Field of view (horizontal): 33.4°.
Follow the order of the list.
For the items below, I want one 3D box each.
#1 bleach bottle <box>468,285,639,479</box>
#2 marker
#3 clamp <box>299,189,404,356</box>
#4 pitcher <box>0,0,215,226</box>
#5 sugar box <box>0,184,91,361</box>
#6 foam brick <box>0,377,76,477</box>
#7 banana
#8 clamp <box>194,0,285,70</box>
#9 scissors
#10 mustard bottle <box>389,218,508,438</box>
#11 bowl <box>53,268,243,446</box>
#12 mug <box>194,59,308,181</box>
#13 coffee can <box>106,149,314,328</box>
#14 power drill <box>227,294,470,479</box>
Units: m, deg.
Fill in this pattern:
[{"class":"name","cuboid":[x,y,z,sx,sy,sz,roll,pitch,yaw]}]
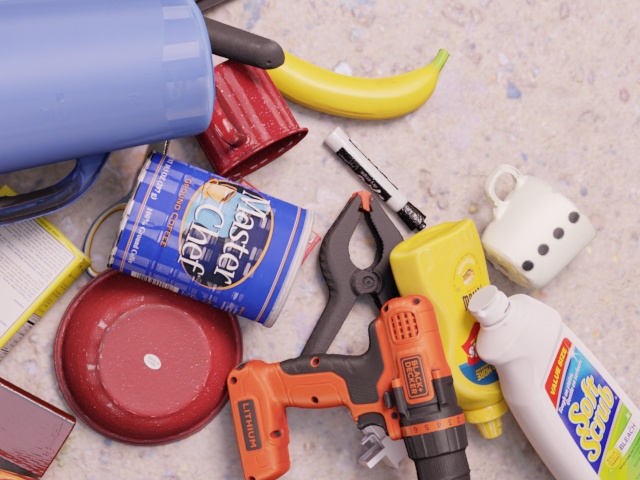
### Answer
[{"class":"bleach bottle","cuboid":[0.205,0.140,0.920,0.250,0.068,0.102,48,69,-22]},{"class":"marker","cuboid":[0.052,-0.054,0.967,0.121,0.020,0.020,45,78,-5]},{"class":"clamp","cuboid":[0.048,0.043,0.949,0.120,0.039,0.171,8,90,-17]},{"class":"pitcher","cuboid":[-0.204,-0.104,0.776,0.242,0.149,0.145,-10,73,-16]},{"class":"sugar box","cuboid":[-0.282,0.051,0.873,0.093,0.048,0.176,41,82,5]},{"class":"foam brick","cuboid":[-0.246,0.152,0.873,0.078,0.053,0.051,30,80,-6]},{"class":"banana","cuboid":[0.021,-0.143,0.962,0.197,0.037,0.069,2,67,-12]},{"class":"clamp","cuboid":[-0.127,-0.185,0.899,0.210,0.164,0.036,-8,131,-6]},{"class":"scissors","cuboid":[-0.133,-0.046,0.931,0.096,0.016,0.201,32,80,-9]},{"class":"mustard bottle","cuboid":[0.124,0.084,0.937,0.096,0.058,0.191,-28,104,-47]},{"class":"bowl","cuboid":[-0.140,0.096,0.889,0.162,0.055,0.162,0,91,-13]},{"class":"mug","cuboid":[-0.073,-0.104,0.901,0.093,0.117,0.081,-31,87,15]},{"class":"coffee can","cuboid":[-0.088,-0.001,0.862,0.140,0.103,0.103,21,81,-6]},{"class":"power drill","cuboid":[0.025,0.151,0.882,0.188,0.057,0.184,-14,80,15]}]
